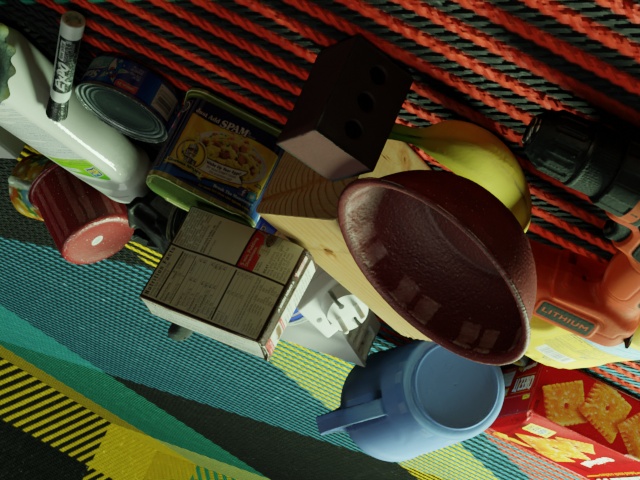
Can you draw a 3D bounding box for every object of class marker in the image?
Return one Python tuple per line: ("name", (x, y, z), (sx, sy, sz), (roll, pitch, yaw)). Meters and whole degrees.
("marker", (-0.210, -0.139, 0.874), (0.020, 0.020, 0.121), (26, 142, -3))

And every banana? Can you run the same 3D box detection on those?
("banana", (0.118, -0.037, 0.770), (0.070, 0.037, 0.197), (10, 158, 34))

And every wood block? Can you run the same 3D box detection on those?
("wood block", (0.058, -0.002, 0.857), (0.091, 0.090, 0.205), (6, 154, 45))

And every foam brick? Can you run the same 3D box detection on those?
("foam brick", (0.017, -0.086, 0.706), (0.053, 0.078, 0.051), (33, 158, -24))

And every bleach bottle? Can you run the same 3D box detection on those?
("bleach bottle", (-0.239, -0.103, 1.002), (0.103, 0.068, 0.250), (13, 160, 35))

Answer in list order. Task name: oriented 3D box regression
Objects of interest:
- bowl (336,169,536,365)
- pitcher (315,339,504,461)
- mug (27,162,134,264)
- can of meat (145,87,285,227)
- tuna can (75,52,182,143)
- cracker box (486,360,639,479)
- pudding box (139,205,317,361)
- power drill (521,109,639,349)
("bowl", (0.088, 0.007, 0.715), (0.162, 0.055, 0.162), (38, 155, 21))
("pitcher", (0.100, 0.174, 1.168), (0.145, 0.149, 0.243), (32, 162, -2))
("mug", (-0.235, -0.032, 1.113), (0.081, 0.117, 0.093), (59, 147, 24))
("can of meat", (-0.082, -0.063, 0.878), (0.102, 0.084, 0.057), (27, 161, -6))
("tuna can", (-0.161, -0.120, 0.900), (0.086, 0.033, 0.086), (22, 161, 8))
("cracker box", (0.290, 0.208, 1.152), (0.213, 0.072, 0.164), (27, 162, -7))
("pudding box", (-0.072, 0.032, 0.839), (0.114, 0.090, 0.039), (19, 159, 22))
("power drill", (0.190, -0.002, 0.707), (0.184, 0.057, 0.188), (25, 153, -4))
